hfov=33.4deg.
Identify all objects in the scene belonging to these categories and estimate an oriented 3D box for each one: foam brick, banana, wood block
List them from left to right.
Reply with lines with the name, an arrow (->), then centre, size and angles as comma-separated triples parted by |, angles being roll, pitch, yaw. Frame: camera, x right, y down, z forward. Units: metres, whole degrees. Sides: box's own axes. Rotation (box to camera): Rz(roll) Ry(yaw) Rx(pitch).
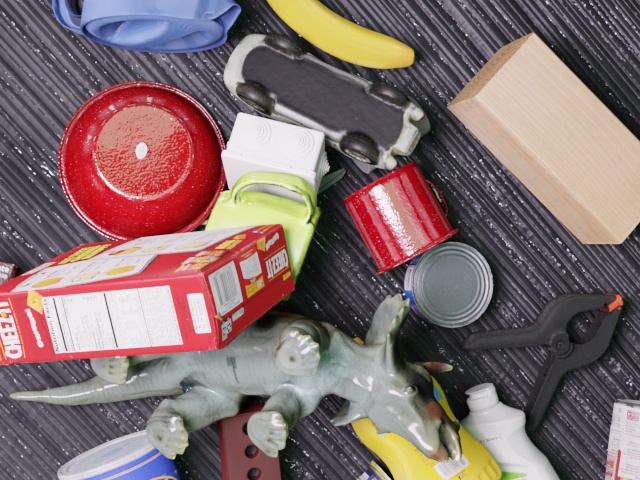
foam brick -> -0.069, 0.199, 1.026 | 0.053, 0.051, 0.078 | -7, 90, -12
banana -> 0.002, -0.224, 1.044 | 0.197, 0.070, 0.037 | 42, 38, -13
wood block -> 0.240, -0.099, 1.076 | 0.206, 0.090, 0.090 | 43, 81, -9

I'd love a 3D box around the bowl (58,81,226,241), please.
bowl -> -0.166, -0.078, 1.001 | 0.162, 0.055, 0.162 | 1, 83, -9

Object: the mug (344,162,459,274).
mug -> 0.083, -0.028, 1.049 | 0.117, 0.093, 0.081 | -29, 90, -42

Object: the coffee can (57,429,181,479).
coffee can -> -0.168, 0.257, 0.979 | 0.102, 0.103, 0.140 | -20, 94, -11

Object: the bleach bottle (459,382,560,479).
bleach bottle -> 0.208, 0.262, 1.067 | 0.103, 0.068, 0.251 | -19, 92, 19

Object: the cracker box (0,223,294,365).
cracker box -> -0.151, 0.045, 0.908 | 0.214, 0.164, 0.072 | -7, 102, 22

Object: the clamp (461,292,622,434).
clamp -> 0.242, 0.118, 1.100 | 0.171, 0.039, 0.120 | -26, 101, -4

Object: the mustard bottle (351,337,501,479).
mustard bottle -> 0.083, 0.175, 1.035 | 0.096, 0.058, 0.192 | -27, 71, -26

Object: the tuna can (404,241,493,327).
tuna can -> 0.128, 0.044, 1.078 | 0.086, 0.034, 0.086 | 0, 89, -12

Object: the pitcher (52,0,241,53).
pitcher -> -0.160, -0.300, 0.985 | 0.149, 0.145, 0.243 | 3, 85, -24
